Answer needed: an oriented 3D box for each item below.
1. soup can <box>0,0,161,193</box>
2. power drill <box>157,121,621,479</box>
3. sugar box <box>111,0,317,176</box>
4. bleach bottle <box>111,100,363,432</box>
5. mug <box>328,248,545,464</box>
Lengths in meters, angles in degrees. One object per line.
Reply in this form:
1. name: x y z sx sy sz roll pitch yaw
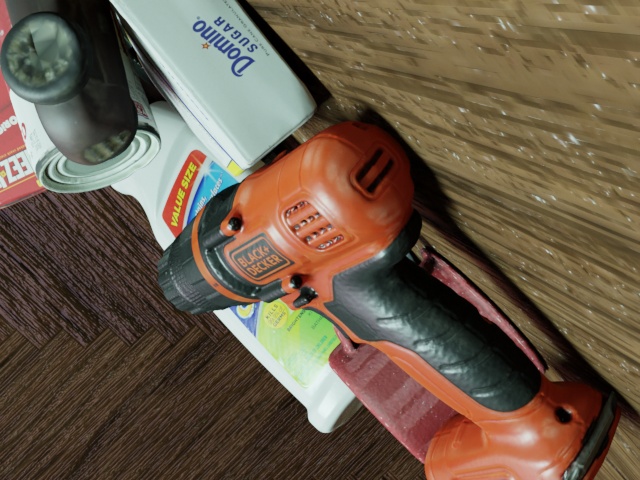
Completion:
1. soup can: -0.130 -0.085 0.557 0.068 0.068 0.102 54 -167 -73
2. power drill: 0.022 0.044 0.469 0.187 0.057 0.185 43 151 -12
3. sugar box: -0.051 -0.080 0.513 0.093 0.048 0.176 51 174 -6
4. bleach bottle: -0.054 0.001 0.678 0.251 0.103 0.068 41 -167 14
5. mug: 0.052 0.057 0.567 0.117 0.081 0.093 47 177 -28
